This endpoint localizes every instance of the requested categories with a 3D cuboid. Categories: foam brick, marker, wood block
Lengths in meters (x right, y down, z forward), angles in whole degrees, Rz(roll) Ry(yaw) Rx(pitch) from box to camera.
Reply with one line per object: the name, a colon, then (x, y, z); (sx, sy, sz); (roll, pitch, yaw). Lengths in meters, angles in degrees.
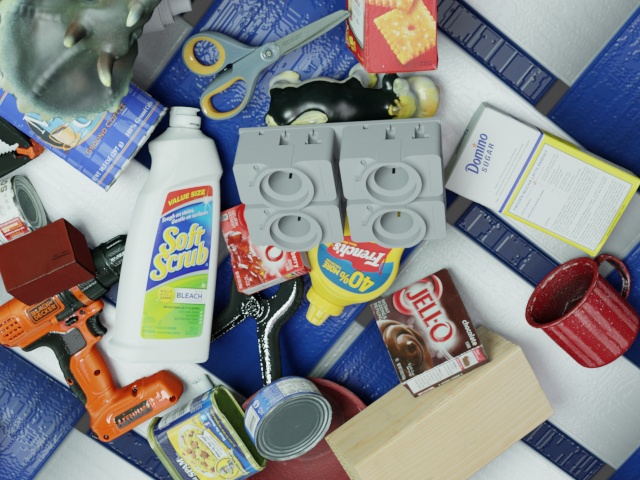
foam brick: (-0.272, 0.022, 1.055); (0.078, 0.051, 0.053); (-23, 67, 3)
marker: (-0.102, 0.200, 1.172); (0.020, 0.020, 0.121); (-30, 106, 8)
wood block: (0.122, 0.190, 1.099); (0.206, 0.090, 0.091); (-34, 110, -11)

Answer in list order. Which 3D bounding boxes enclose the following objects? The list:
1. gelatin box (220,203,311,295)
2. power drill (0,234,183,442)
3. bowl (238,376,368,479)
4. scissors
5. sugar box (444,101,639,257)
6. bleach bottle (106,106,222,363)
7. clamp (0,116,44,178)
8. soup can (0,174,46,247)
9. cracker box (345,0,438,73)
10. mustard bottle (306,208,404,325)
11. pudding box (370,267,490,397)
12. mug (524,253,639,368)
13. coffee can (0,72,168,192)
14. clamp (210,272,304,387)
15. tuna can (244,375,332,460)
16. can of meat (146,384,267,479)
gelatin box: (-0.057, 0.001, 1.078); (0.073, 0.030, 0.089); (-20, 73, 14)
power drill: (-0.225, 0.104, 1.122); (0.184, 0.057, 0.187); (-31, 104, 9)
bowl: (-0.018, 0.211, 1.157); (0.162, 0.055, 0.162); (0, 108, -1)
scissors: (-0.063, -0.188, 1.003); (0.096, 0.016, 0.202); (51, 130, 0)
sugar box: (0.221, -0.062, 1.078); (0.176, 0.048, 0.093); (26, 106, -5)
bleach bottle: (-0.151, -0.007, 1.059); (0.102, 0.068, 0.251); (3, 93, -28)
clamp: (-0.379, -0.094, 1.055); (0.210, 0.036, 0.165); (15, 110, 5)
soup can: (-0.337, -0.017, 1.074); (0.102, 0.068, 0.068); (-22, 107, 6)
cracker box: (0.061, -0.267, 0.947); (0.072, 0.164, 0.214); (-3, 108, -4)
mustard bottle: (0.040, 0.005, 1.090); (0.096, 0.058, 0.192); (29, 106, -8)
pudding box: (0.111, 0.093, 1.092); (0.090, 0.113, 0.039); (-28, 138, 8)
mug: (0.280, 0.069, 1.104); (0.081, 0.093, 0.117); (42, 73, -18)
coffee can: (-0.232, -0.128, 1.021); (0.140, 0.103, 0.103); (36, 104, -12)
clamp: (-0.059, 0.080, 1.103); (0.120, 0.039, 0.171); (33, 97, 10)
tuna can: (-0.033, 0.179, 1.080); (0.086, 0.034, 0.086); (-16, 129, -21)
can of meat: (-0.115, 0.210, 1.100); (0.084, 0.057, 0.102); (-31, 100, 13)
